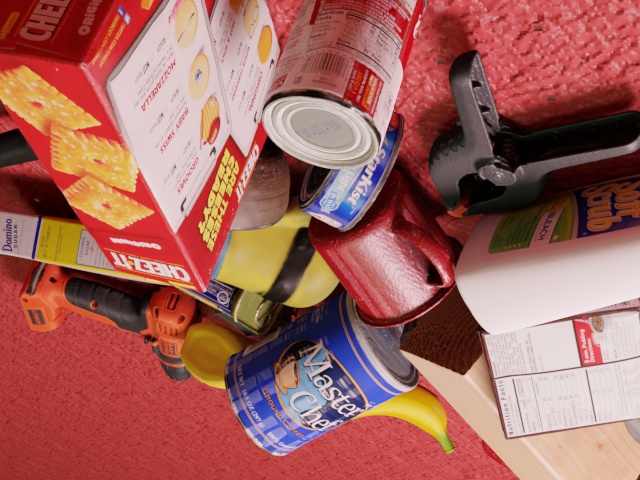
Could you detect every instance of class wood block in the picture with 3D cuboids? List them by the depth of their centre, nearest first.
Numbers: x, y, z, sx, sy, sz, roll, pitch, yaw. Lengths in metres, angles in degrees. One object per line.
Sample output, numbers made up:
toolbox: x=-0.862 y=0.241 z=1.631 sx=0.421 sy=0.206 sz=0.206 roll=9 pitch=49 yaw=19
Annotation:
wood block: x=0.172 y=0.127 z=0.867 sx=0.206 sy=0.090 sz=0.091 roll=47 pitch=164 yaw=-26

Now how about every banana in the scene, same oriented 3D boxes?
banana: x=0.060 y=0.174 z=1.093 sx=0.197 sy=0.069 sz=0.037 roll=12 pitch=142 yaw=-29

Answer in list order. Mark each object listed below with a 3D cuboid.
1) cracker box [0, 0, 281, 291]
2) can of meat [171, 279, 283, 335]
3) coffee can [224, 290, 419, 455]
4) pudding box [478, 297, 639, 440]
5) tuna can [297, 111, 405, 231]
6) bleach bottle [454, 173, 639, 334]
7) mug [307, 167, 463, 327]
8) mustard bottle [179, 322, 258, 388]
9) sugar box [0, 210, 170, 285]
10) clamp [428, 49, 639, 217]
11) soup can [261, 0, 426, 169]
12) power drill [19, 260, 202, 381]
cracker box: x=-0.091 y=-0.095 z=0.591 sx=0.072 sy=0.164 sz=0.213 roll=12 pitch=153 yaw=16
can of meat: x=-0.082 y=0.034 z=0.917 sx=0.084 sy=0.057 sz=0.102 roll=25 pitch=173 yaw=19
coffee can: x=0.001 y=0.114 z=0.939 sx=0.140 sy=0.103 sz=0.102 roll=-31 pitch=132 yaw=21
pudding box: x=0.176 y=0.087 z=0.755 sx=0.113 sy=0.039 sz=0.090 roll=-10 pitch=110 yaw=14
tuna can: x=0.019 y=-0.051 z=0.692 sx=0.033 sy=0.086 sz=0.086 roll=26 pitch=153 yaw=-13
bleach bottle: x=0.208 y=-0.009 z=0.660 sx=0.251 sy=0.102 sz=0.068 roll=-19 pitch=113 yaw=41
mug: x=0.050 y=0.004 z=0.755 sx=0.081 sy=0.093 sz=0.117 roll=52 pitch=164 yaw=-28
mustard bottle: x=-0.046 y=0.135 z=1.092 sx=0.096 sy=0.058 sz=0.191 roll=17 pitch=176 yaw=45
sugar box: x=-0.208 y=0.005 z=0.958 sx=0.176 sy=0.048 sz=0.093 roll=11 pitch=178 yaw=19
clamp: x=0.126 y=-0.055 z=0.671 sx=0.120 sy=0.039 sz=0.171 roll=21 pitch=160 yaw=4
soup can: x=0.014 y=-0.099 z=0.585 sx=0.068 sy=0.102 sz=0.068 roll=14 pitch=153 yaw=7
power drill: x=-0.216 y=0.085 z=1.136 sx=0.187 sy=0.057 sz=0.184 roll=14 pitch=149 yaw=3
